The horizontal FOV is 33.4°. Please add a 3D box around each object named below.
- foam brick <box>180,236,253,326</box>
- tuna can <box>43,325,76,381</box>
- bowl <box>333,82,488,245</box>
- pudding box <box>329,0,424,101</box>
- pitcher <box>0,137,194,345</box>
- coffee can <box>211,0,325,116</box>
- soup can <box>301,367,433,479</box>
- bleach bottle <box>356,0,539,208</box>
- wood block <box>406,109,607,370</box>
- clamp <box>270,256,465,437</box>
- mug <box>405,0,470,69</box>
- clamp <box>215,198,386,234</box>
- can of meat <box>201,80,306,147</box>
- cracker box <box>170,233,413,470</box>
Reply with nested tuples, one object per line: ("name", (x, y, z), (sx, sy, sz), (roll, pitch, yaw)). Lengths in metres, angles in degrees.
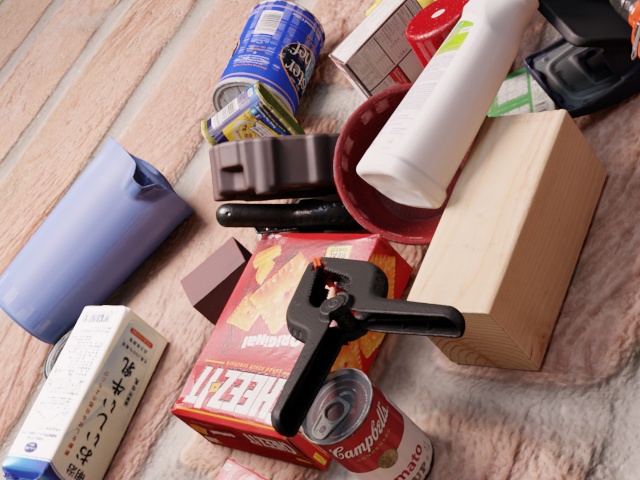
("foam brick", (-0.101, 0.046, 1.146), (0.078, 0.051, 0.053), (-40, 38, 6))
("tuna can", (-0.279, 0.139, 1.236), (0.086, 0.033, 0.086), (-25, 41, 23))
("bowl", (0.095, -0.068, 1.034), (0.162, 0.055, 0.162), (-2, 77, 6))
("pudding box", (0.078, -0.213, 1.197), (0.113, 0.090, 0.039), (-47, 37, -4))
("pitcher", (-0.278, 0.005, 1.299), (0.243, 0.149, 0.145), (-49, 51, -3))
("coffee can", (-0.063, -0.212, 1.316), (0.103, 0.102, 0.140), (-8, 49, 38))
("soup can", (0.039, 0.158, 0.866), (0.069, 0.102, 0.068), (-25, 41, 23))
("bleach bottle", (0.132, -0.150, 0.968), (0.251, 0.068, 0.103), (-58, 20, -7))
("wood block", (0.162, -0.002, 0.917), (0.090, 0.090, 0.206), (-1, 55, 43))
("clamp", (0.029, 0.062, 0.873), (0.164, 0.036, 0.210), (-27, 25, 9))
("mug", (0.147, -0.203, 1.115), (0.093, 0.081, 0.117), (-41, 28, -9))
("clamp", (-0.019, -0.025, 1.090), (0.172, 0.120, 0.039), (-5, 90, 26))
("can of meat", (-0.073, -0.122, 1.235), (0.084, 0.102, 0.057), (-37, 28, 15))
("cracker box", (-0.028, 0.095, 1.015), (0.164, 0.072, 0.213), (2, 57, 44))
